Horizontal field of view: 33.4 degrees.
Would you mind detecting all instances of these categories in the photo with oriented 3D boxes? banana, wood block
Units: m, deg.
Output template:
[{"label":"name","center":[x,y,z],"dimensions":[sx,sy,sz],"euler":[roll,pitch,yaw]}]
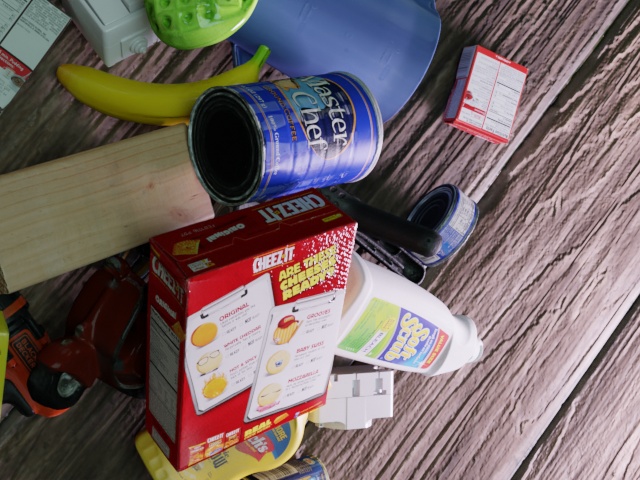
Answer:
[{"label":"banana","center":[-0.141,-0.134,0.965],"dimensions":[0.198,0.037,0.069],"euler":[-4,57,1]},{"label":"wood block","center":[-0.206,-0.029,0.906],"dimensions":[0.205,0.091,0.090],"euler":[-23,101,-39]}]

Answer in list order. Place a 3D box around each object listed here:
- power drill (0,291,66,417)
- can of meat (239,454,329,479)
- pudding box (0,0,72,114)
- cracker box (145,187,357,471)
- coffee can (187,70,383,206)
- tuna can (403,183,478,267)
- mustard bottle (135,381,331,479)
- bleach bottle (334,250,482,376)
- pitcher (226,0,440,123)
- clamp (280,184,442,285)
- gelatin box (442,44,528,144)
[{"label":"power drill","center":[-0.328,0.115,0.927],"dimensions":[0.187,0.057,0.184],"euler":[-37,103,-17]},{"label":"can of meat","center":[-0.033,0.275,1.075],"dimensions":[0.083,0.058,0.102],"euler":[-13,99,-26]},{"label":"pudding box","center":[-0.287,-0.178,0.935],"dimensions":[0.090,0.039,0.113],"euler":[37,71,-21]},{"label":"cracker box","center":[-0.065,0.075,0.909],"dimensions":[0.163,0.072,0.214],"euler":[-19,134,-32]},{"label":"coffee can","center":[-0.030,-0.091,0.935],"dimensions":[0.140,0.103,0.103],"euler":[-14,100,-41]},{"label":"tuna can","center":[0.122,-0.017,1.112],"dimensions":[0.033,0.086,0.086],"euler":[37,78,-20]},{"label":"mustard bottle","center":[-0.075,0.182,1.029],"dimensions":[0.191,0.058,0.096],"euler":[-30,90,-9]},{"label":"bleach bottle","center":[0.086,0.083,1.084],"dimensions":[0.250,0.068,0.103],"euler":[19,115,-43]},{"label":"pitcher","center":[-0.022,-0.208,1.016],"dimensions":[0.242,0.145,0.149],"euler":[25,56,-20]},{"label":"clamp","center":[0.026,-0.027,1.034],"dimensions":[0.210,0.165,0.036],"euler":[32,78,0]},{"label":"gelatin box","center":[0.179,-0.158,1.160],"dimensions":[0.073,0.030,0.089],"euler":[18,86,-26]}]
